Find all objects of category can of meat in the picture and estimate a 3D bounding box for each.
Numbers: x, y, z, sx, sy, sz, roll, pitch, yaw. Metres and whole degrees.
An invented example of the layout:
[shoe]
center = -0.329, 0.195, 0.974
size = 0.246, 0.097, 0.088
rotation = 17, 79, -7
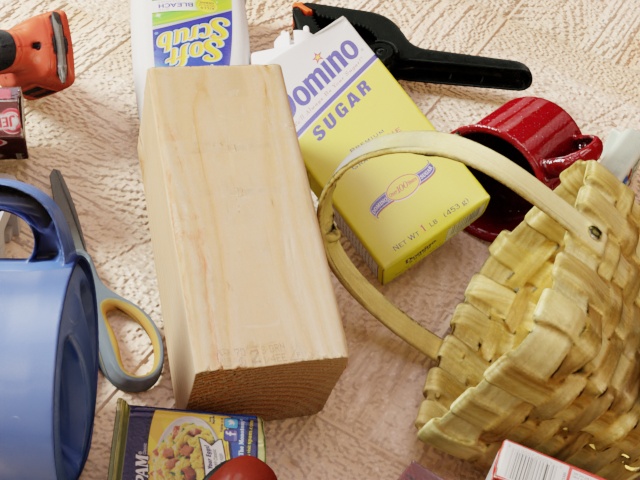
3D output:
[can of meat]
center = -0.074, 0.139, 0.577
size = 0.084, 0.057, 0.102
rotation = 6, 46, -8

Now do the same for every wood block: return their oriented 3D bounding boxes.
[wood block]
center = -0.054, 0.001, 0.659
size = 0.090, 0.091, 0.206
rotation = -4, 61, -16

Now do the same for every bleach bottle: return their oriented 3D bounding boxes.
[bleach bottle]
center = -0.093, -0.124, 0.830
size = 0.102, 0.068, 0.251
rotation = -2, 49, -12

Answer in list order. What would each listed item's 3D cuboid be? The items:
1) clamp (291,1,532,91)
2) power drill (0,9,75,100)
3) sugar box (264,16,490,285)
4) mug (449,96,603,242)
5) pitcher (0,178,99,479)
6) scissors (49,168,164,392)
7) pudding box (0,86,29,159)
[clamp]
center = 0.047, -0.137, 0.885
size = 0.210, 0.036, 0.164
rotation = 31, 55, 23
[power drill]
center = -0.284, -0.124, 0.757
size = 0.187, 0.057, 0.185
rotation = -10, 5, -34
[sugar box]
center = 0.030, -0.066, 0.757
size = 0.093, 0.048, 0.176
rotation = -34, 75, -9
[mug]
center = 0.151, -0.058, 0.780
size = 0.117, 0.093, 0.081
rotation = -11, 18, 45
[pitcher]
center = -0.242, 0.059, 0.563
size = 0.242, 0.145, 0.149
rotation = 2, 53, -3
[scissors]
center = -0.172, 0.028, 0.696
size = 0.096, 0.016, 0.202
rotation = -22, 53, -28
[pudding box]
center = -0.245, -0.077, 0.723
size = 0.090, 0.114, 0.039
rotation = -2, 90, -13
